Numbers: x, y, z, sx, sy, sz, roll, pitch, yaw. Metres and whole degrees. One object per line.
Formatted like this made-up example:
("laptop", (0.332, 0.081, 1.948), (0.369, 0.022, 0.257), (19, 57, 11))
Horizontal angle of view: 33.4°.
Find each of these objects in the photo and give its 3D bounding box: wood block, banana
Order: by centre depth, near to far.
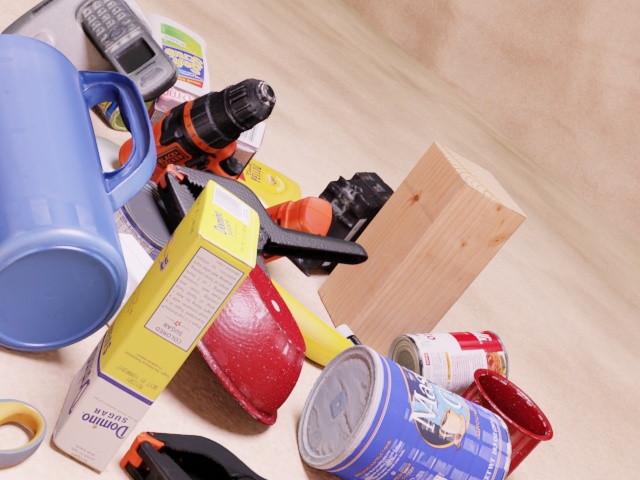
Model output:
("banana", (-0.038, 0.064, 1.010), (0.198, 0.037, 0.069), (40, 3, 4))
("wood block", (0.101, 0.015, 1.104), (0.090, 0.206, 0.091), (25, 23, -33))

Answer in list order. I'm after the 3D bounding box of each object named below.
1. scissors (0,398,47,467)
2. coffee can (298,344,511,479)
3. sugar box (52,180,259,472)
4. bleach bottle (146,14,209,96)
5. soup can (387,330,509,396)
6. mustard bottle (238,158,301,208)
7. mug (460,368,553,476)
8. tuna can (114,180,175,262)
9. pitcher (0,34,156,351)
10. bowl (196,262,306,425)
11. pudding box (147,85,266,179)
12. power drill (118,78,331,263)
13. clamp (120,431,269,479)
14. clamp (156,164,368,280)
("scissors", (-0.236, 0.100, 0.585), (0.096, 0.016, 0.201), (45, 20, 26))
("coffee can", (0.068, 0.159, 0.861), (0.140, 0.103, 0.103), (29, 20, -23))
("sugar box", (-0.105, 0.054, 0.681), (0.048, 0.176, 0.093), (35, 18, -14))
("bleach bottle", (-0.177, -0.195, 1.334), (0.102, 0.068, 0.251), (26, 24, -30))
("soup can", (0.125, 0.125, 1.057), (0.102, 0.069, 0.068), (0, 35, -25))
("mustard bottle", (-0.112, -0.074, 1.162), (0.191, 0.058, 0.096), (30, 31, -20))
("mug", (0.149, 0.179, 0.996), (0.117, 0.082, 0.093), (18, 27, -46))
("tuna can", (-0.158, -0.016, 0.945), (0.086, 0.034, 0.086), (46, 20, -23))
("pitcher", (-0.207, -0.041, 0.783), (0.144, 0.149, 0.243), (22, 27, -38))
("bowl", (-0.058, 0.063, 0.844), (0.162, 0.055, 0.162), (57, 6, -9))
("pudding box", (-0.123, -0.102, 1.067), (0.113, 0.090, 0.039), (23, 58, -14))
("power drill", (-0.073, -0.063, 1.020), (0.187, 0.185, 0.057), (45, 42, -31))
("clamp", (-0.049, 0.174, 0.714), (0.171, 0.039, 0.120), (37, 17, -2))
("clamp", (-0.056, 0.001, 0.972), (0.210, 0.036, 0.164), (45, 47, -3))
